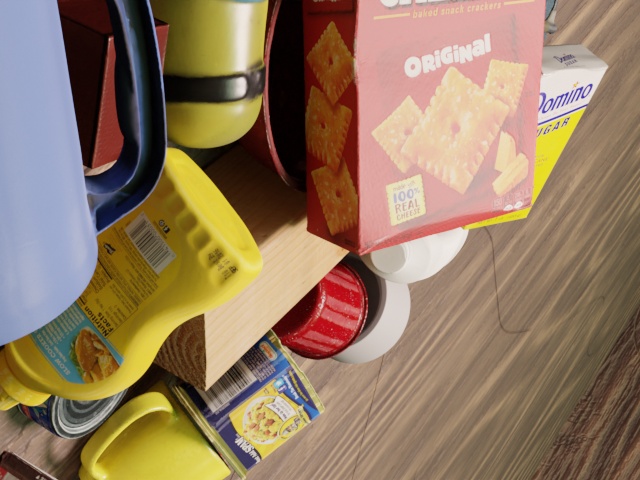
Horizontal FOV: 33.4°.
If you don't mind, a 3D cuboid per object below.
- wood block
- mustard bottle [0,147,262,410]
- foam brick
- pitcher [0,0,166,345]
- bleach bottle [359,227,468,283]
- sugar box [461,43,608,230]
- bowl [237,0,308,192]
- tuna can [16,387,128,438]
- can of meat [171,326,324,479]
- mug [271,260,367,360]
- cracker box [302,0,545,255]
[{"bbox_3d":[-0.055,0.001,0.781,0.205,0.091,0.090,-43,149,-40],"label":"wood block"},{"bbox_3d":[-0.131,0.038,0.634,0.192,0.096,0.058,-41,170,15],"label":"mustard bottle"},{"bbox_3d":[-0.124,-0.089,0.592,0.052,0.051,0.078,-30,140,-54],"label":"foam brick"},{"bbox_3d":[-0.155,-0.085,0.432,0.149,0.145,0.243,-63,161,-52],"label":"pitcher"},{"bbox_3d":[0.080,-0.001,0.964,0.068,0.102,0.250,-56,178,12],"label":"bleach bottle"},{"bbox_3d":[0.184,-0.094,0.978,0.093,0.048,0.176,-12,140,-38],"label":"sugar box"},{"bbox_3d":[-0.027,-0.116,0.734,0.162,0.055,0.162,8,90,-69],"label":"bowl"},{"bbox_3d":[-0.162,0.089,0.718,0.086,0.034,0.086,-46,151,-35],"label":"tuna can"},{"bbox_3d":[-0.052,0.121,0.804,0.084,0.057,0.102,-37,143,-9],"label":"can of meat"},{"bbox_3d":[-0.018,0.040,0.921,0.081,0.093,0.117,27,59,-62],"label":"mug"},{"bbox_3d":[0.072,-0.112,0.717,0.163,0.072,0.214,-14,114,-33],"label":"cracker box"}]
